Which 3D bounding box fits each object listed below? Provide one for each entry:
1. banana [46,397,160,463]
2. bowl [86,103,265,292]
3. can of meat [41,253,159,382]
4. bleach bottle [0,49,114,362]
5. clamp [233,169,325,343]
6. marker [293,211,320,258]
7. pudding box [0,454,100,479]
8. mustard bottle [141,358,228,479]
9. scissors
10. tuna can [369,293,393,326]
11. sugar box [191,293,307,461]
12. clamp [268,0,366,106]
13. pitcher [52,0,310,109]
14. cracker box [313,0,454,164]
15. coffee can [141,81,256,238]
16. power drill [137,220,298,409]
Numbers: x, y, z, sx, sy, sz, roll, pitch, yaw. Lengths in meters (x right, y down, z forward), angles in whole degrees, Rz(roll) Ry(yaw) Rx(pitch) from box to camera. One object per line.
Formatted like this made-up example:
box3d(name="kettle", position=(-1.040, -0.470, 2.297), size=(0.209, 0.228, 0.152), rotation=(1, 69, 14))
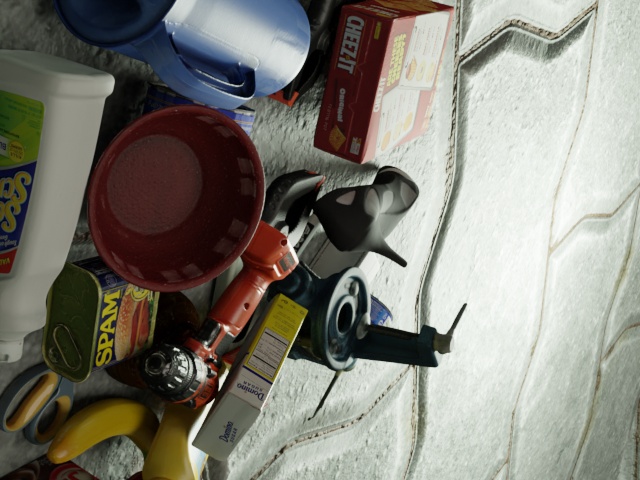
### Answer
box3d(name="banana", position=(-0.208, 0.193, 1.078), size=(0.197, 0.037, 0.069), rotation=(31, 55, -65))
box3d(name="bowl", position=(-0.129, -0.040, 0.903), size=(0.161, 0.055, 0.162), rotation=(-12, 113, -29))
box3d(name="can of meat", position=(-0.187, 0.061, 0.921), size=(0.083, 0.058, 0.102), rotation=(-18, 124, -56))
box3d(name="bleach bottle", position=(-0.233, -0.019, 0.853), size=(0.067, 0.103, 0.251), rotation=(-12, 118, -56))
box3d(name="clamp", position=(-0.058, 0.001, 1.162), size=(0.209, 0.036, 0.164), rotation=(-49, 150, -41))
box3d(name="marker", position=(-0.021, -0.003, 1.291), size=(0.121, 0.020, 0.020), rotation=(-56, 148, -20))
box3d(name="pudding box", position=(-0.260, 0.251, 0.998), size=(0.113, 0.090, 0.039), rotation=(-26, 130, -49))
box3d(name="mustard bottle", position=(-0.144, 0.212, 1.120), size=(0.191, 0.058, 0.096), rotation=(-74, 169, -49))
box3d(name="scissors", position=(-0.233, 0.118, 1.032), size=(0.201, 0.016, 0.096), rotation=(-47, 146, -32))
box3d(name="tuna can", position=(0.051, 0.094, 1.405), size=(0.033, 0.086, 0.086), rotation=(-55, 148, -18))
box3d(name="sugar box", position=(-0.071, 0.141, 1.115), size=(0.093, 0.048, 0.176), rotation=(-56, -173, 35))
box3d(name="clamp", position=(-0.001, -0.222, 1.164), size=(0.171, 0.039, 0.120), rotation=(-62, 155, 2))
box3d(name="pitcher", position=(-0.103, -0.192, 0.920), size=(0.242, 0.145, 0.149), rotation=(14, 93, -63))
box3d(name="cracker box", position=(0.076, -0.193, 1.238), size=(0.213, 0.072, 0.164), rotation=(-30, 136, -60))
box3d(name="coffee can", position=(-0.127, -0.067, 0.995), size=(0.102, 0.103, 0.140), rotation=(0, 108, -58))
box3d(name="power drill", position=(-0.097, 0.069, 1.003), size=(0.187, 0.057, 0.184), rotation=(-57, 170, -9))
